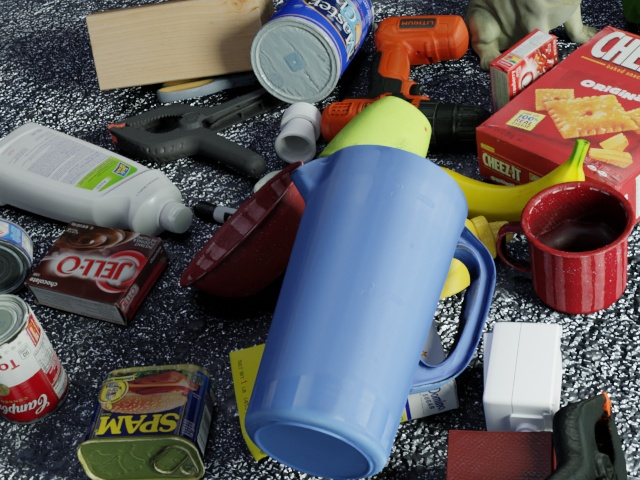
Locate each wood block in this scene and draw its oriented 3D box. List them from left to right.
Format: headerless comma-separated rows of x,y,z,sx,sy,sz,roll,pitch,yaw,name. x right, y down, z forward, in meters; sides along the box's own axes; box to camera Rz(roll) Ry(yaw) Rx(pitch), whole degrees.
-0.160,-0.240,1.267,0.206,0.091,0.090,-6,15,10,wood block

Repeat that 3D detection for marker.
-0.078,-0.022,1.083,0.121,0.020,0.020,14,50,28,marker

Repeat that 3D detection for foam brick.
0.134,0.176,0.788,0.078,0.051,0.053,-1,45,15,foam brick

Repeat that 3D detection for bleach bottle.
-0.245,-0.052,1.135,0.251,0.068,0.102,20,53,30,bleach bottle

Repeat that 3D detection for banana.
0.171,-0.047,0.996,0.037,0.069,0.198,3,-6,-44,banana

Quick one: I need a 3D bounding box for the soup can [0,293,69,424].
-0.271,0.105,0.944,0.068,0.102,0.068,-8,43,7,soup can

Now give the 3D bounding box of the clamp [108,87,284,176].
-0.134,-0.129,1.200,0.210,0.036,0.164,3,39,20,clamp

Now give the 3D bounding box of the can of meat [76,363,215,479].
-0.142,0.152,0.891,0.102,0.057,0.084,-5,41,11,can of meat

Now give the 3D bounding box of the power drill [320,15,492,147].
0.107,-0.171,1.158,0.185,0.057,0.187,4,46,20,power drill

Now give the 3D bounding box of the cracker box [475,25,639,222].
0.282,-0.113,1.035,0.213,0.072,0.164,-38,48,-24,cracker box

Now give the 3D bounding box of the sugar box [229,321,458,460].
0.018,0.115,0.890,0.176,0.048,0.093,-17,43,1,sugar box

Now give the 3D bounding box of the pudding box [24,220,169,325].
-0.219,0.031,1.054,0.114,0.039,0.090,9,48,25,pudding box

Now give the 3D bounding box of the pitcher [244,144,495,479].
0.036,0.059,0.828,0.149,0.145,0.242,0,54,27,pitcher

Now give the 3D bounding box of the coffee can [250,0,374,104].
-0.007,-0.231,1.206,0.103,0.103,0.140,4,36,20,coffee can

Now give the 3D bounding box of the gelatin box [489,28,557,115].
0.210,-0.160,1.093,0.073,0.089,0.030,-37,48,-22,gelatin box

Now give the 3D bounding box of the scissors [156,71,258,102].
-0.102,-0.193,1.270,0.201,0.016,0.096,-15,20,-21,scissors

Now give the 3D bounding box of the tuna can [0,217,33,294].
-0.331,0.018,1.066,0.086,0.086,0.034,-15,44,0,tuna can

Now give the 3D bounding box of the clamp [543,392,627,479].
0.193,0.179,0.753,0.039,0.120,0.171,-18,18,31,clamp

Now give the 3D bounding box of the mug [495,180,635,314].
0.210,0.009,0.920,0.117,0.081,0.093,2,45,18,mug

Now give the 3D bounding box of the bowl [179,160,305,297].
-0.057,0.001,0.993,0.162,0.055,0.162,-43,12,11,bowl
